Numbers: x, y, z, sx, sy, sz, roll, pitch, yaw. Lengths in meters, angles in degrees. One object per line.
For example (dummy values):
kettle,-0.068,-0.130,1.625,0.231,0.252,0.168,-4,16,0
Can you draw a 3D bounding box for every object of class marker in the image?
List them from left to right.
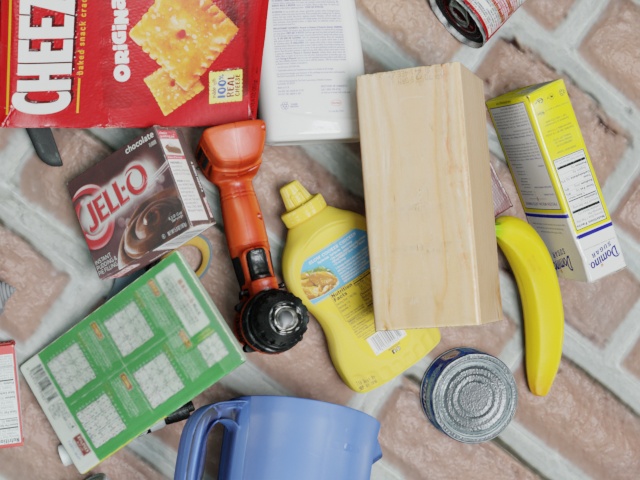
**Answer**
marker,-0.167,0.165,0.929,0.121,0.020,0.020,-20,97,-10

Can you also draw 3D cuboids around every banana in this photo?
banana,0.190,0.050,0.975,0.069,0.037,0.198,-34,117,-21

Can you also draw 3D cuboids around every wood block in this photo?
wood block,0.090,-0.032,0.878,0.090,0.090,0.206,-5,87,20

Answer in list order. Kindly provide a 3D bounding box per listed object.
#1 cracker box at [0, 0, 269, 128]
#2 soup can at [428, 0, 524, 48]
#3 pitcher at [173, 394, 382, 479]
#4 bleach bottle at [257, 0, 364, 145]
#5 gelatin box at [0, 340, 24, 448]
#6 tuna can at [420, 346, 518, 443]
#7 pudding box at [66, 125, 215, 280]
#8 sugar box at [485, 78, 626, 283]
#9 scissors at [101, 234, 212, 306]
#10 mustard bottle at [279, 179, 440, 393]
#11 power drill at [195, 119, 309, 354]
cracker box,-0.149,-0.174,0.840,0.213,0.072,0.164,-4,118,-26
soup can,0.156,-0.230,0.952,0.102,0.068,0.068,-44,100,-7
pitcher,-0.040,0.250,0.861,0.149,0.145,0.243,4,68,11
bleach bottle,-0.010,-0.210,0.922,0.102,0.068,0.251,-3,91,-11
gelatin box,-0.290,0.132,0.896,0.073,0.030,0.089,-6,94,-13
tuna can,0.137,0.143,0.983,0.086,0.034,0.086,-1,93,-12
pudding box,-0.148,-0.029,0.873,0.114,0.039,0.090,-27,79,29
sugar box,0.211,-0.053,0.960,0.048,0.093,0.176,-25,98,-10
scissors,-0.160,0.061,0.926,0.096,0.016,0.202,19,89,-11
mustard bottle,0.020,0.032,0.941,0.096,0.058,0.191,-33,99,-10
power drill,-0.056,0.001,0.870,0.057,0.184,0.187,-10,85,-13
